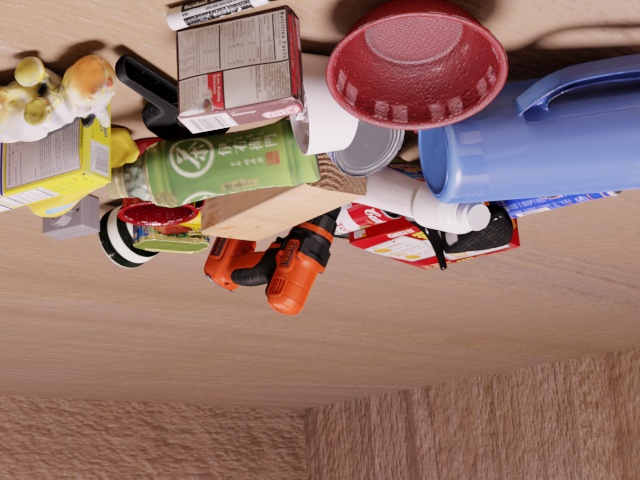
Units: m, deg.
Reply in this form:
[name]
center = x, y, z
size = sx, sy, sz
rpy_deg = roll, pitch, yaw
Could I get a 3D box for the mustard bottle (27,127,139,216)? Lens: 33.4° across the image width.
[mustard bottle]
center = -0.289, -0.069, 1.226
size = 0.096, 0.058, 0.192
rpy_deg = -38, -171, -37

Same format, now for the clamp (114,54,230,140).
[clamp]
center = -0.121, -0.137, 1.087
size = 0.164, 0.036, 0.210
rpy_deg = 1, 166, -7

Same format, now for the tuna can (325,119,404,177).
[tuna can]
center = 0.045, -0.113, 1.146
size = 0.086, 0.034, 0.086
rpy_deg = -18, 133, -20

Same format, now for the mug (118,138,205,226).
[mug]
center = -0.181, -0.066, 1.249
size = 0.093, 0.081, 0.117
rpy_deg = -18, 159, 42

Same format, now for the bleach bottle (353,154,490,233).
[bleach bottle]
center = 0.110, -0.052, 1.199
size = 0.102, 0.068, 0.251
rpy_deg = 5, -169, -30

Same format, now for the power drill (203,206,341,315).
[power drill]
center = -0.059, 0.002, 1.368
size = 0.057, 0.184, 0.188
rpy_deg = 35, 159, -35

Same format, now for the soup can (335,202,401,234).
[soup can]
center = 0.053, -0.050, 1.396
size = 0.102, 0.068, 0.068
rpy_deg = -16, 161, 40

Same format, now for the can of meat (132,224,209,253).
[can of meat]
center = -0.192, -0.031, 1.368
size = 0.101, 0.084, 0.058
rpy_deg = 5, 162, -30

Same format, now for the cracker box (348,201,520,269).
[cracker box]
center = 0.164, -0.023, 1.519
size = 0.164, 0.072, 0.213
rpy_deg = -15, 161, 33

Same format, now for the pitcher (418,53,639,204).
[pitcher]
center = 0.229, -0.110, 1.066
size = 0.242, 0.149, 0.145
rpy_deg = -8, -164, -11

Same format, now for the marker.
[marker]
center = -0.074, -0.201, 0.903
size = 0.121, 0.020, 0.020
rpy_deg = -11, 163, 21

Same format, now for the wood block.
[wood block]
center = -0.048, -0.071, 1.251
size = 0.090, 0.091, 0.207
rpy_deg = 8, 160, -38

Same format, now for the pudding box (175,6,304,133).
[pudding box]
center = -0.072, -0.151, 0.953
size = 0.114, 0.090, 0.039
rpy_deg = -8, 163, 15

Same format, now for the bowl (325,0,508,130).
[bowl]
center = 0.085, -0.168, 0.956
size = 0.162, 0.055, 0.162
rpy_deg = 0, 149, 0

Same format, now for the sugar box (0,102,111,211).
[sugar box]
center = -0.300, -0.089, 1.115
size = 0.176, 0.093, 0.048
rpy_deg = -12, 161, 29
